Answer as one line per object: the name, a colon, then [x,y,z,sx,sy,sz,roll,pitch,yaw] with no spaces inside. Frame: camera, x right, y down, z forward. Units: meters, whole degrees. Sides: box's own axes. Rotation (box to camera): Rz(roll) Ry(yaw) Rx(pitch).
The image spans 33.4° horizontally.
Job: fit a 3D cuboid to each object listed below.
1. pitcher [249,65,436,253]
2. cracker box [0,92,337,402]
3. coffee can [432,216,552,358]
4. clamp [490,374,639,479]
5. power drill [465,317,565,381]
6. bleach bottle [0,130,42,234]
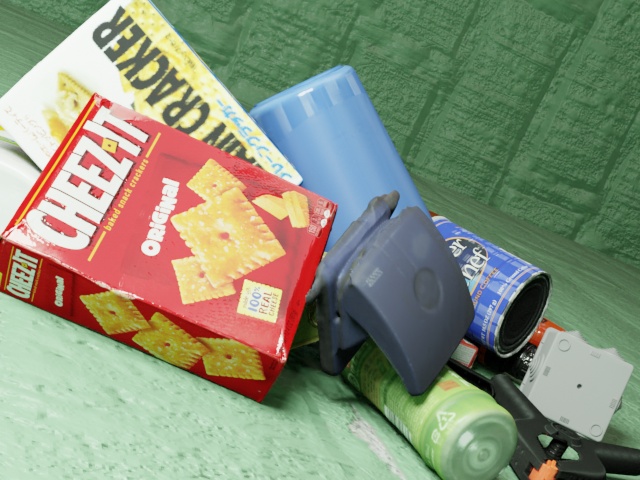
pitcher: [0.024,-0.033,1.006,0.243,0.149,0.145,65,19,-9]
cracker box: [-0.108,0.001,0.793,0.213,0.072,0.164,25,48,-5]
coffee can: [0.163,0.049,1.154,0.140,0.103,0.102,31,11,33]
clamp: [0.217,0.185,0.936,0.164,0.036,0.209,26,12,8]
power drill: [0.222,0.115,1.261,0.185,0.057,0.187,31,11,32]
bleach bottle: [-0.276,-0.058,0.956,0.102,0.068,0.251,26,7,-7]
